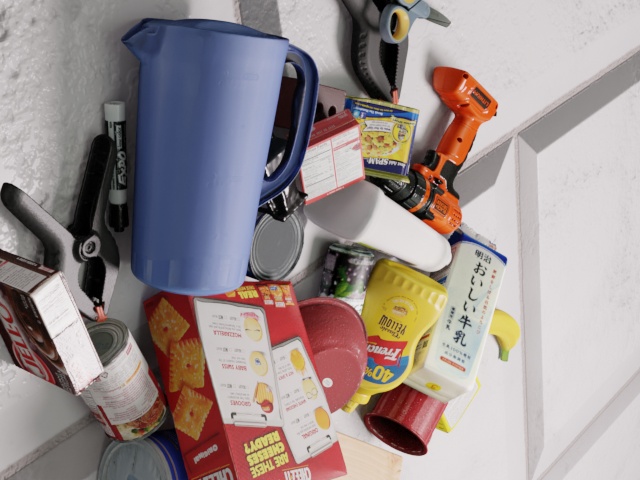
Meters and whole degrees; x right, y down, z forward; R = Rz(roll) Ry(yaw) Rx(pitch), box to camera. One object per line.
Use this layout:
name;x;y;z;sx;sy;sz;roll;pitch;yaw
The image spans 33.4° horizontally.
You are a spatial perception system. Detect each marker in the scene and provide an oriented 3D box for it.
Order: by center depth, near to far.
marker;-0.185;-0.066;0.972;0.020;0.020;0.121;-19;117;-46

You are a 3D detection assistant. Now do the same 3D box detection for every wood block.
wood block;0.006;0.276;1.256;0.205;0.090;0.091;33;61;-52

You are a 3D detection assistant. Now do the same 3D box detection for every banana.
banana;0.248;0.132;1.557;0.197;0.037;0.069;25;82;-52

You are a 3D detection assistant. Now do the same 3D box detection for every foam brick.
foam brick;-0.020;-0.141;1.120;0.078;0.051;0.053;3;100;-51

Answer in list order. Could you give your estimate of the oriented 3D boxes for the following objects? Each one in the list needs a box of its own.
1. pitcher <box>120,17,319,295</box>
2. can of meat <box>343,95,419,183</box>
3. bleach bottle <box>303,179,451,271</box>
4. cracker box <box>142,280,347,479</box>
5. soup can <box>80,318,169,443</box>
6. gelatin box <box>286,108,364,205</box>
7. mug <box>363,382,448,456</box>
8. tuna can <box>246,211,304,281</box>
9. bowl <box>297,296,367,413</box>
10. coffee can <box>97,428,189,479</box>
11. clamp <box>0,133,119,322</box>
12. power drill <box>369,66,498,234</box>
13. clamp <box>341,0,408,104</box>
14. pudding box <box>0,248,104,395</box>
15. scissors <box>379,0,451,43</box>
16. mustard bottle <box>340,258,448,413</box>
pitcher;-0.099;-0.078;0.977;0.144;0.149;0.243;-31;131;-69
can of meat;0.057;-0.115;1.198;0.102;0.058;0.084;9;94;-23
bleach bottle;0.090;-0.008;1.260;0.250;0.103;0.068;25;90;-51
cracker box;-0.075;0.148;1.062;0.163;0.072;0.214;3;65;-52
soup can;-0.192;0.131;0.998;0.068;0.069;0.102;-46;134;-30
gelatin box;0.006;-0.087;1.112;0.073;0.030;0.089;-25;144;-12
mug;0.120;0.229;1.396;0.081;0.093;0.117;-57;133;-27
tuna can;-0.057;0.001;1.141;0.085;0.034;0.086;-21;119;-45
bowl;-0.006;0.145;1.192;0.161;0.055;0.162;-14;123;-23
coffee can;-0.137;0.239;1.075;0.140;0.103;0.103;3;101;-51
clamp;-0.222;0.000;0.936;0.120;0.039;0.171;-22;120;-42
power drill;0.142;-0.117;1.325;0.184;0.057;0.187;31;81;-51
clamp;0.057;-0.246;1.184;0.164;0.036;0.210;-31;125;-46
pudding box;-0.239;0.069;0.900;0.039;0.090;0.113;-40;131;-37
scissors;0.108;-0.248;1.218;0.201;0.016;0.096;32;71;-62
mustard bottle;0.071;0.124;1.292;0.058;0.096;0.192;-84;-160;-76
